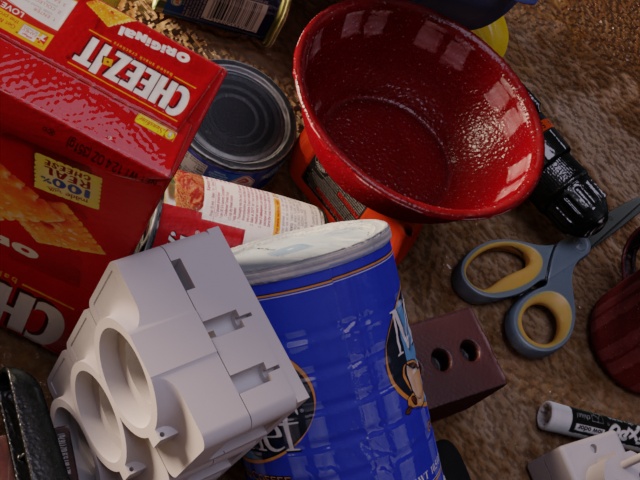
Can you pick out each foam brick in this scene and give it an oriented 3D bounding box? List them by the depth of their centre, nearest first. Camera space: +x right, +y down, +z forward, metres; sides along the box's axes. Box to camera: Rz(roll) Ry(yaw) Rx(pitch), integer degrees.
[{"bbox_3d":[0.060,0.080,0.634,0.078,0.051,0.053,-14,70,-31],"label":"foam brick"}]

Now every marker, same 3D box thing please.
[{"bbox_3d":[0.197,0.127,0.694,0.121,0.020,0.020,16,57,-17],"label":"marker"}]

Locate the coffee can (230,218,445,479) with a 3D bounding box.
[{"bbox_3d":[0.000,0.070,0.546,0.102,0.103,0.140,-19,100,-33],"label":"coffee can"}]

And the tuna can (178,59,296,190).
[{"bbox_3d":[-0.059,-0.072,0.674,0.086,0.034,0.086,12,58,-20],"label":"tuna can"}]

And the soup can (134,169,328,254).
[{"bbox_3d":[-0.054,0.001,0.615,0.102,0.069,0.068,14,57,-19],"label":"soup can"}]

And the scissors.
[{"bbox_3d":[0.181,0.023,0.745,0.201,0.016,0.096,-12,66,-29],"label":"scissors"}]

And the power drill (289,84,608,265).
[{"bbox_3d":[0.086,-0.048,0.714,0.187,0.057,0.184,-29,71,-38],"label":"power drill"}]

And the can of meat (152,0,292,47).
[{"bbox_3d":[-0.065,-0.190,0.726,0.083,0.058,0.102,12,58,-17],"label":"can of meat"}]

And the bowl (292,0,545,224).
[{"bbox_3d":[0.050,-0.067,0.634,0.162,0.055,0.162,12,54,-18],"label":"bowl"}]

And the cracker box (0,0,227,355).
[{"bbox_3d":[-0.156,-0.038,0.496,0.164,0.214,0.072,28,56,-9],"label":"cracker box"}]
